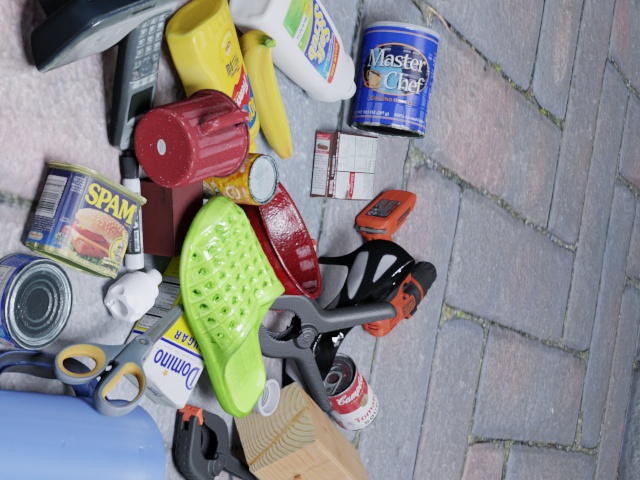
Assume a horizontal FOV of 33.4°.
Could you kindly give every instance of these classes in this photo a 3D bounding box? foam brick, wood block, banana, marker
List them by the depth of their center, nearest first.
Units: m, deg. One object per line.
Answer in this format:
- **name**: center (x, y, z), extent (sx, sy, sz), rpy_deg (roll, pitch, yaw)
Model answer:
- **marker**: center (-0.191, -0.031, 1.080), extent (0.020, 0.020, 0.121), rpy_deg (-20, 113, -56)
- **foam brick**: center (-0.156, -0.026, 1.107), extent (0.051, 0.053, 0.078), rpy_deg (-18, 112, -57)
- **banana**: center (-0.064, -0.174, 1.216), extent (0.198, 0.037, 0.070), rpy_deg (80, -10, -55)
- **wood block**: center (-0.016, 0.276, 1.338), extent (0.206, 0.091, 0.090), rpy_deg (55, 10, -49)

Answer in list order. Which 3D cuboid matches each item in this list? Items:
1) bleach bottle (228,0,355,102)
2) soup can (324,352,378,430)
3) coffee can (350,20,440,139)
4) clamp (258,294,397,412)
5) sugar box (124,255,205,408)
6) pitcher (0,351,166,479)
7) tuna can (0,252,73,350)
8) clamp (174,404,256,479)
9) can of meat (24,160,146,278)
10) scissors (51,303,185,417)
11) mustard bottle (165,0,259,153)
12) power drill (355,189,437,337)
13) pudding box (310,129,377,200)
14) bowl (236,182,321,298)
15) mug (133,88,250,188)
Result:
- **bleach bottle**: center (-0.017, -0.243, 1.284), extent (0.250, 0.068, 0.102), rpy_deg (36, 67, -58)
- **soup can**: center (0.034, 0.208, 1.459), extent (0.068, 0.069, 0.102), rpy_deg (-64, 145, -28)
- **coffee can**: center (0.101, -0.215, 1.445), extent (0.102, 0.103, 0.140), rpy_deg (11, 87, -59)
- **clamp**: center (-0.013, 0.106, 1.306), extent (0.209, 0.036, 0.164), rpy_deg (36, 95, -31)
- **sugar box**: center (-0.146, 0.084, 1.154), extent (0.093, 0.048, 0.176), rpy_deg (55, 49, -48)
- **pitcher**: center (-0.260, 0.180, 0.922), extent (0.242, 0.149, 0.145), rpy_deg (25, 90, -55)
- **tuna can**: center (-0.264, 0.056, 0.963), extent (0.086, 0.034, 0.086), rpy_deg (-19, 112, -56)
- **clamp**: center (-0.132, 0.265, 1.224), extent (0.120, 0.039, 0.171), rpy_deg (-60, 140, -41)
- **can of meat**: center (-0.221, -0.017, 0.999), extent (0.102, 0.058, 0.084), rpy_deg (33, 71, -56)
- **scissors**: center (-0.191, 0.097, 1.019), extent (0.201, 0.096, 0.016), rpy_deg (-81, -165, -62)
- **mustard bottle**: center (-0.108, -0.158, 1.152), extent (0.096, 0.058, 0.191), rpy_deg (-66, 149, -49)
- **power drill**: center (0.114, 0.024, 1.563), extent (0.184, 0.057, 0.187), rpy_deg (-42, 131, -47)
- **pudding box**: center (0.033, -0.099, 1.422), extent (0.113, 0.039, 0.090), rpy_deg (-3, 98, -61)
- **bowl**: center (-0.058, 0.002, 1.235), extent (0.162, 0.055, 0.162), rpy_deg (59, 15, -28)
- **mug**: center (-0.121, -0.102, 1.053), extent (0.081, 0.117, 0.093), rpy_deg (-26, 97, -53)
